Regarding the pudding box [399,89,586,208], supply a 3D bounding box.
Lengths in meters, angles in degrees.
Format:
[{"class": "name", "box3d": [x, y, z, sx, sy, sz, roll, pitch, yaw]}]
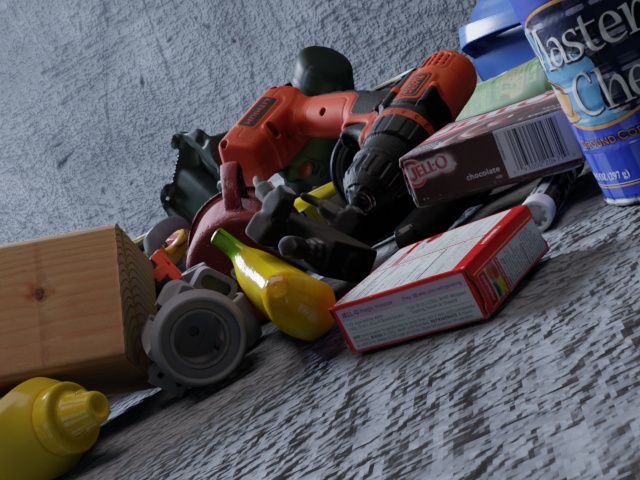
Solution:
[{"class": "pudding box", "box3d": [0.117, -0.061, 0.660, 0.114, 0.039, 0.089, -13, 14, 32]}]

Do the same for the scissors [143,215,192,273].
[{"class": "scissors", "box3d": [-0.134, 0.034, 0.877, 0.096, 0.016, 0.202, -41, -12, -16]}]

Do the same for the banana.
[{"class": "banana", "box3d": [-0.024, 0.032, 0.628, 0.037, 0.069, 0.198, -63, 16, -2]}]

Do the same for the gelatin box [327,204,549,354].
[{"class": "gelatin box", "box3d": [0.059, 0.021, 0.529, 0.089, 0.030, 0.073, -22, 11, 42]}]

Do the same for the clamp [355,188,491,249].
[{"class": "clamp", "box3d": [0.104, -0.042, 0.773, 0.210, 0.036, 0.165, -33, 10, -11]}]

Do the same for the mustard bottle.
[{"class": "mustard bottle", "box3d": [-0.197, 0.124, 0.636, 0.192, 0.058, 0.096, -23, 1, 31]}]

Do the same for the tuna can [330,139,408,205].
[{"class": "tuna can", "box3d": [0.052, -0.065, 0.932, 0.086, 0.086, 0.033, -26, 9, 13]}]

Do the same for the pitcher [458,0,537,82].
[{"class": "pitcher", "box3d": [0.274, -0.234, 1.124, 0.243, 0.145, 0.149, -13, 37, 54]}]

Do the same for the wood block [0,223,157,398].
[{"class": "wood block", "box3d": [-0.216, 0.062, 0.694, 0.206, 0.091, 0.090, -10, -20, 4]}]

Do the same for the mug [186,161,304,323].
[{"class": "mug", "box3d": [-0.055, 0.001, 0.772, 0.093, 0.117, 0.081, -7, 13, 1]}]

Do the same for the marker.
[{"class": "marker", "box3d": [0.140, -0.032, 0.639, 0.020, 0.020, 0.121, -24, 8, 28]}]

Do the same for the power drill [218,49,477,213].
[{"class": "power drill", "box3d": [0.014, -0.079, 0.837, 0.188, 0.057, 0.184, -1, 35, 36]}]
